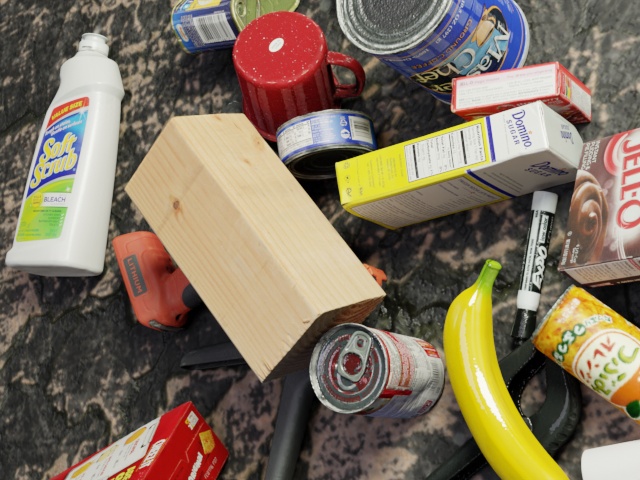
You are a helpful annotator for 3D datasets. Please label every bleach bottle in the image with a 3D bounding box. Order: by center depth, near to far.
[{"bbox_3d":[-0.257,-0.091,1.106,0.103,0.068,0.251,-2,77,33],"label":"bleach bottle"}]

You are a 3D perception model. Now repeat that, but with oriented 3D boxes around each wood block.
[{"bbox_3d":[-0.056,0.001,0.868,0.206,0.090,0.091,52,124,20],"label":"wood block"}]

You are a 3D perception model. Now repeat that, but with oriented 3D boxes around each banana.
[{"bbox_3d":[0.129,0.115,0.770,0.070,0.037,0.198,-47,53,49],"label":"banana"}]

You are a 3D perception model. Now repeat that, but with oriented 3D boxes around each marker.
[{"bbox_3d":[0.166,0.022,0.829,0.020,0.020,0.121,7,84,34],"label":"marker"}]

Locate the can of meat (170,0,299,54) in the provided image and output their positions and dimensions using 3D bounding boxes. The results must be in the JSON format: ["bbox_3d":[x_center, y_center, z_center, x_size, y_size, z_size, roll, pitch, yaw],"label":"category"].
[{"bbox_3d":[-0.081,-0.220,1.000,0.084,0.057,0.102,0,43,36],"label":"can of meat"}]

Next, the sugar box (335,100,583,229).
[{"bbox_3d":[0.110,-0.056,0.838,0.176,0.093,0.048,-17,71,28],"label":"sugar box"}]

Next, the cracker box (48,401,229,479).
[{"bbox_3d":[-0.198,0.250,0.934,0.214,0.164,0.072,-31,103,24],"label":"cracker box"}]

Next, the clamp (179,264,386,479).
[{"bbox_3d":[-0.028,0.094,0.930,0.165,0.036,0.210,43,102,31],"label":"clamp"}]

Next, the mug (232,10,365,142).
[{"bbox_3d":[-0.019,-0.145,0.933,0.117,0.081,0.093,5,64,11],"label":"mug"}]

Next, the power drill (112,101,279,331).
[{"bbox_3d":[-0.105,-0.014,0.991,0.188,0.057,0.184,-32,64,24],"label":"power drill"}]

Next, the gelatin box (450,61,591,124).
[{"bbox_3d":[0.156,-0.108,0.830,0.089,0.073,0.030,-6,76,32],"label":"gelatin box"}]

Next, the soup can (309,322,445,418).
[{"bbox_3d":[0.047,0.104,0.839,0.069,0.102,0.068,-8,76,32],"label":"soup can"}]

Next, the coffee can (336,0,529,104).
[{"bbox_3d":[0.092,-0.174,0.846,0.103,0.140,0.103,-8,76,32],"label":"coffee can"}]

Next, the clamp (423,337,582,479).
[{"bbox_3d":[0.154,0.153,0.797,0.120,0.039,0.171,30,97,33],"label":"clamp"}]

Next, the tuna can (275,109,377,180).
[{"bbox_3d":[0.006,-0.081,0.916,0.086,0.086,0.034,-17,73,29],"label":"tuna can"}]
